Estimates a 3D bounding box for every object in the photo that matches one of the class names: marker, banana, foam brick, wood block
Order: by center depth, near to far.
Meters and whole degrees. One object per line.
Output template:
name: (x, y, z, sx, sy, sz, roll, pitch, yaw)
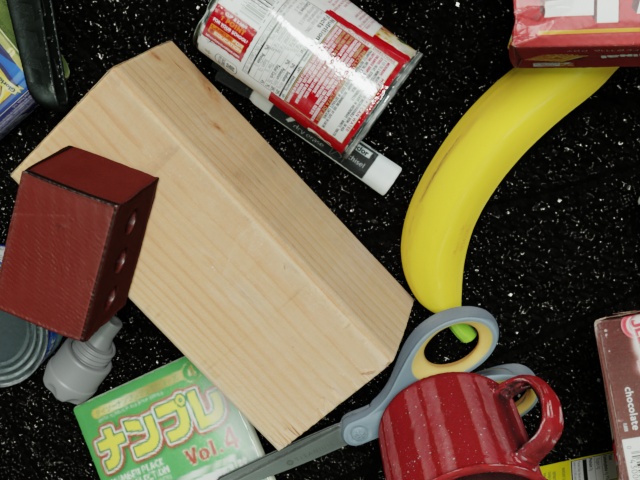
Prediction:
foam brick: (-0.121, 0.001, 0.530, 0.051, 0.053, 0.078, 21, 113, 6)
banana: (0.092, -0.035, 0.579, 0.069, 0.037, 0.198, 14, 117, -23)
wood block: (-0.054, 0.001, 0.592, 0.091, 0.090, 0.206, -41, 96, 22)
marker: (-0.009, -0.067, 0.596, 0.121, 0.020, 0.020, 35, 112, -1)

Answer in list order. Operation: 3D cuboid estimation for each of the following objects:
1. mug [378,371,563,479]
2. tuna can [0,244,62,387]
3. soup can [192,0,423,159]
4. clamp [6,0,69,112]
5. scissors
mug: (0.084, 0.118, 0.577, 0.093, 0.081, 0.117, 28, 117, -24)
tuna can: (-0.204, 0.047, 0.670, 0.086, 0.033, 0.086, 4, 109, 11)
soup can: (-0.007, -0.099, 0.559, 0.102, 0.068, 0.069, 36, 112, -1)
clamp: (-0.160, -0.181, 0.564, 0.210, 0.036, 0.164, 36, 88, 2)
scissors: (0.026, 0.091, 0.615, 0.202, 0.016, 0.096, -11, 120, 1)
